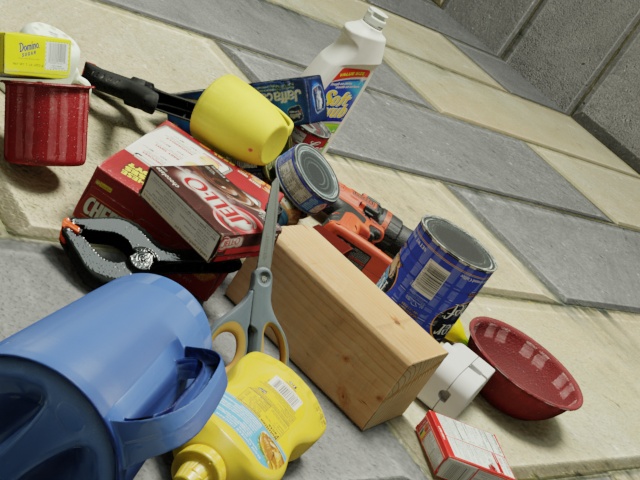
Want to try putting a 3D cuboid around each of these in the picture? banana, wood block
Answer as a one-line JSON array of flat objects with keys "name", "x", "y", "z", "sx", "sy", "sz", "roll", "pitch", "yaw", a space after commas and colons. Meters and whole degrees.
[{"name": "banana", "x": 0.151, "y": 0.074, "z": 1.376, "sx": 0.069, "sy": 0.037, "sz": 0.198, "roll": 54, "pitch": 13, "yaw": -30}, {"name": "wood block", "x": 0.015, "y": 0.082, "z": 1.085, "sx": 0.206, "sy": 0.090, "sz": 0.090, "roll": 43, "pitch": 22, "yaw": 22}]

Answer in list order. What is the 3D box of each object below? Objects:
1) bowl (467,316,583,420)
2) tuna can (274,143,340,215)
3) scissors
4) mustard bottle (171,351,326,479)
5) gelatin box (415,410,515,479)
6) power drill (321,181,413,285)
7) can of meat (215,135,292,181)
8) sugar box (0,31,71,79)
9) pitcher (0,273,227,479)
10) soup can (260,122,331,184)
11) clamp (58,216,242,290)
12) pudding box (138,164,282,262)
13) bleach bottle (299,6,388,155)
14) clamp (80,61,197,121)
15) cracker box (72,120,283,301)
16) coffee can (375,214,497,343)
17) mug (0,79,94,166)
[{"name": "bowl", "x": 0.230, "y": 0.162, "z": 1.265, "sx": 0.162, "sy": 0.055, "sz": 0.162, "roll": 28, "pitch": 22, "yaw": -13}, {"name": "tuna can", "x": -0.015, "y": -0.075, "z": 1.300, "sx": 0.086, "sy": 0.034, "sz": 0.086, "roll": 39, "pitch": 33, "yaw": -31}, {"name": "scissors", "x": -0.070, "y": 0.044, "z": 0.972, "sx": 0.096, "sy": 0.202, "sz": 0.016, "roll": -3, "pitch": -4, "yaw": -32}, {"name": "mustard bottle", "x": -0.066, "y": 0.157, "z": 0.851, "sx": 0.096, "sy": 0.058, "sz": 0.191, "roll": 47, "pitch": 23, "yaw": 5}, {"name": "gelatin box", "x": 0.145, "y": 0.215, "z": 1.069, "sx": 0.089, "sy": 0.030, "sz": 0.073, "roll": 24, "pitch": 22, "yaw": -23}, {"name": "power drill", "x": 0.060, "y": 0.000, "z": 1.375, "sx": 0.184, "sy": 0.057, "sz": 0.187, "roll": 31, "pitch": 20, "yaw": -6}, {"name": "can of meat", "x": -0.090, "y": -0.106, "z": 1.335, "sx": 0.084, "sy": 0.057, "sz": 0.102, "roll": -2, "pitch": 13, "yaw": 18}, {"name": "sugar box", "x": -0.351, "y": -0.191, "z": 1.094, "sx": 0.176, "sy": 0.048, "sz": 0.093, "roll": 10, "pitch": 9, "yaw": 29}, {"name": "pitcher", "x": -0.150, "y": 0.103, "z": 0.745, "sx": 0.149, "sy": 0.145, "sz": 0.242, "roll": 34, "pitch": 18, "yaw": 2}, {"name": "soup can", "x": -0.040, "y": -0.116, "z": 1.410, "sx": 0.068, "sy": 0.102, "sz": 0.068, "roll": 29, "pitch": 22, "yaw": -13}, {"name": "clamp", "x": -0.165, "y": 0.035, "z": 0.981, "sx": 0.171, "sy": 0.039, "sz": 0.120, "roll": 18, "pitch": 47, "yaw": -6}, {"name": "pudding box", "x": -0.105, "y": -0.028, "z": 1.021, "sx": 0.114, "sy": 0.039, "sz": 0.089, "roll": 40, "pitch": 25, "yaw": 27}, {"name": "bleach bottle", "x": 0.009, "y": -0.213, "z": 1.484, "sx": 0.102, "sy": 0.251, "sz": 0.068, "roll": 15, "pitch": 28, "yaw": -39}, {"name": "clamp", "x": -0.211, "y": -0.176, "z": 1.307, "sx": 0.210, "sy": 0.036, "sz": 0.164, "roll": 25, "pitch": 8, "yaw": 38}, {"name": "cracker box", "x": -0.145, "y": -0.038, "z": 1.140, "sx": 0.164, "sy": 0.072, "sz": 0.213, "roll": 33, "pitch": 22, "yaw": -1}, {"name": "coffee can", "x": 0.120, "y": 0.056, "z": 1.220, "sx": 0.102, "sy": 0.140, "sz": 0.103, "roll": 28, "pitch": 22, "yaw": -13}, {"name": "mug", "x": -0.277, "y": -0.119, "z": 1.086, "sx": 0.093, "sy": 0.081, "sz": 0.117, "roll": 3, "pitch": 8, "yaw": -7}]
